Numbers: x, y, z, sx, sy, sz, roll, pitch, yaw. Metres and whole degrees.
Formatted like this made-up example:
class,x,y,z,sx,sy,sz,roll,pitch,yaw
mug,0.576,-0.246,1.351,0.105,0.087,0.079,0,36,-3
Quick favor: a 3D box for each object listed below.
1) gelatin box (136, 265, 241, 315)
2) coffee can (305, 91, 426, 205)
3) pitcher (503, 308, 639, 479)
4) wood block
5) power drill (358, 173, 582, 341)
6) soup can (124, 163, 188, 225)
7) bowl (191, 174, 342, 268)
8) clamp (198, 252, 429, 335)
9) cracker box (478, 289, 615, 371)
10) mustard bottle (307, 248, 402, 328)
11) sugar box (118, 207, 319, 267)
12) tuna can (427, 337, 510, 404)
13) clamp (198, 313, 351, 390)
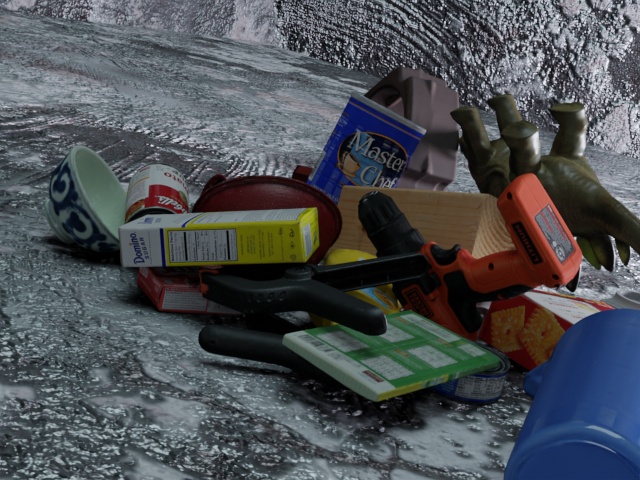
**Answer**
class,x,y,z,sx,sy,sz,roll,pitch,yaw
gelatin box,-0.128,0.045,1.050,0.089,0.030,0.073,6,16,-28
coffee can,0.052,-0.098,1.311,0.103,0.140,0.103,27,8,-4
pitcher,0.225,0.145,0.796,0.145,0.149,0.242,46,25,7
wood block,0.115,-0.003,1.185,0.207,0.091,0.090,7,-12,45
power drill,0.139,0.007,1.020,0.188,0.184,0.057,-29,7,43
soup can,-0.173,-0.030,1.135,0.068,0.069,0.102,10,29,-13
bowl,-0.057,0.001,1.119,0.162,0.162,0.055,10,53,-12
clamp,-0.015,0.046,0.963,0.210,0.036,0.164,-1,16,13
cracker box,0.285,0.119,1.038,0.163,0.072,0.214,11,14,-35
mustard bottle,0.034,0.063,1.067,0.096,0.058,0.191,27,16,3
sugar box,-0.095,-0.002,1.023,0.176,0.048,0.093,-4,8,10
tuna can,0.131,0.119,0.993,0.086,0.034,0.086,12,15,-4
clamp,-0.020,0.098,0.932,0.172,0.039,0.120,16,17,25
